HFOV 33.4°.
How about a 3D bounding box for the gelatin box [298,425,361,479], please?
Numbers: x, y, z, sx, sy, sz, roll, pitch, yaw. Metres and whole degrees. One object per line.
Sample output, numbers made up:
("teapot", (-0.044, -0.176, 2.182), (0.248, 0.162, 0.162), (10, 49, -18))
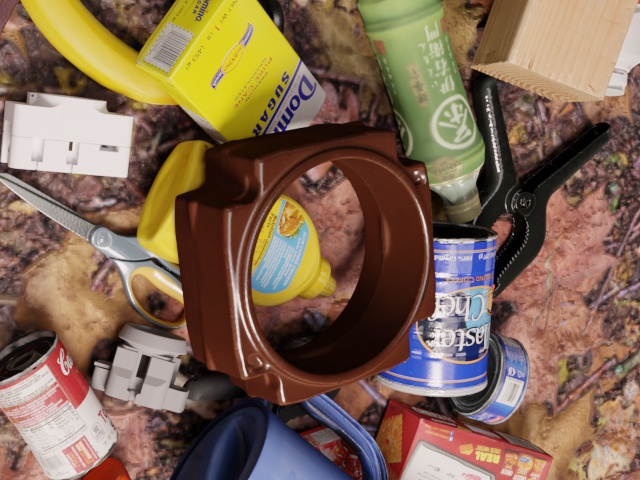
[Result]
("gelatin box", (0.002, 0.211, 0.971), (0.073, 0.030, 0.089), (-14, 124, -26))

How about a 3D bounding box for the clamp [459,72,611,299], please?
("clamp", (0.195, -0.043, 1.025), (0.164, 0.036, 0.210), (9, 97, -26))

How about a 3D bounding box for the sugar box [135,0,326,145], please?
("sugar box", (-0.063, -0.125, 0.831), (0.093, 0.048, 0.176), (-55, 147, -5))

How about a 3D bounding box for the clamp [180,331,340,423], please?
("clamp", (-0.041, 0.127, 0.939), (0.171, 0.039, 0.120), (-41, 132, -16))

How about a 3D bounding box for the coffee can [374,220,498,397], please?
("coffee can", (0.104, 0.059, 0.964), (0.102, 0.103, 0.140), (-2, 101, -26))

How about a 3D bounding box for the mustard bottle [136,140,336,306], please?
("mustard bottle", (-0.056, 0.001, 0.890), (0.191, 0.058, 0.096), (32, 71, -36))

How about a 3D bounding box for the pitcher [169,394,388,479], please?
("pitcher", (0.001, 0.239, 0.883), (0.242, 0.145, 0.149), (39, 107, -22))

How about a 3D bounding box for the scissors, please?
("scissors", (-0.160, -0.011, 0.869), (0.096, 0.016, 0.201), (-45, 116, -14))

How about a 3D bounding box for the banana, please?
("banana", (-0.178, -0.169, 0.818), (0.069, 0.037, 0.197), (-41, 115, -13))

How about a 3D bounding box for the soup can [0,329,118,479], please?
("soup can", (-0.213, 0.131, 0.842), (0.068, 0.069, 0.102), (-34, 113, -17))

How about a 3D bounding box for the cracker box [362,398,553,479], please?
("cracker box", (0.109, 0.277, 1.028), (0.164, 0.072, 0.214), (20, 92, -26))

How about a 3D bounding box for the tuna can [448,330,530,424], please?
("tuna can", (0.158, 0.129, 1.014), (0.033, 0.086, 0.086), (20, 91, -27))

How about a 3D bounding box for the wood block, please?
("wood block", (0.211, -0.226, 0.878), (0.090, 0.090, 0.206), (19, 92, -13))
